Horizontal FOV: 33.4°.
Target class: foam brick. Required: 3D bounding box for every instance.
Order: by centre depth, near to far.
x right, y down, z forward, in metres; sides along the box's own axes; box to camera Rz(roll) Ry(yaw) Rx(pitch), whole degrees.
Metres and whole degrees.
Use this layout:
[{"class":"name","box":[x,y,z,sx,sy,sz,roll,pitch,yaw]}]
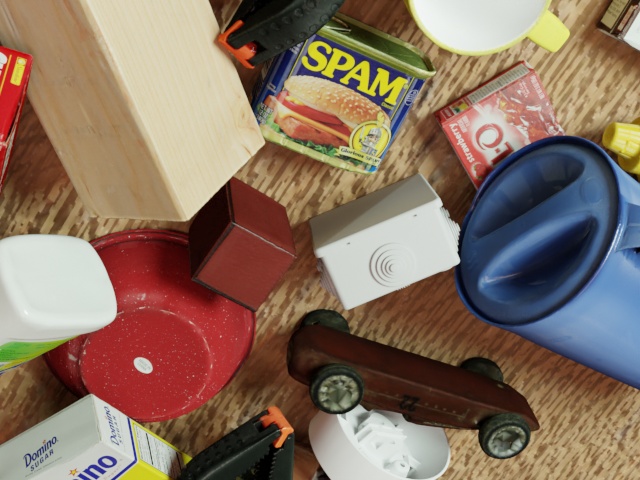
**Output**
[{"class":"foam brick","box":[-0.055,0.001,0.726,0.051,0.078,0.053,28,111,-21]}]

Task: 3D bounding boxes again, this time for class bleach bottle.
[{"class":"bleach bottle","box":[-0.263,0.081,0.724,0.251,0.102,0.068,-30,75,24]}]

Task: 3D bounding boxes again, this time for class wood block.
[{"class":"wood block","box":[-0.124,-0.122,0.626,0.090,0.090,0.206,3,128,36]}]

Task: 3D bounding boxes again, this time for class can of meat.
[{"class":"can of meat","box":[0.010,-0.099,0.698,0.102,0.057,0.084,21,114,-17]}]

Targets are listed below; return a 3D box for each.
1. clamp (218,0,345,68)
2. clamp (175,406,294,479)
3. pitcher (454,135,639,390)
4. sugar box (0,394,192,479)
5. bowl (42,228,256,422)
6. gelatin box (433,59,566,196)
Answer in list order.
[{"class":"clamp","box":[0.014,-0.165,0.614,0.039,0.120,0.171,38,95,-27]},{"class":"clamp","box":[-0.090,0.210,0.774,0.164,0.036,0.210,15,110,-36]},{"class":"pitcher","box":[0.224,0.037,0.732,0.242,0.149,0.145,27,114,-33]},{"class":"sugar box","box":[-0.149,0.181,0.781,0.093,0.048,0.176,-30,143,11]},{"class":"bowl","box":[-0.124,0.075,0.765,0.162,0.055,0.162,-3,117,-6]},{"class":"gelatin box","box":[0.132,-0.068,0.745,0.073,0.030,0.089,-30,117,7]}]
